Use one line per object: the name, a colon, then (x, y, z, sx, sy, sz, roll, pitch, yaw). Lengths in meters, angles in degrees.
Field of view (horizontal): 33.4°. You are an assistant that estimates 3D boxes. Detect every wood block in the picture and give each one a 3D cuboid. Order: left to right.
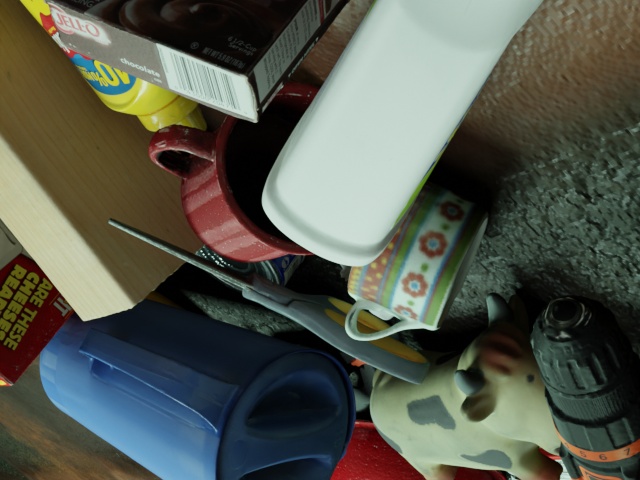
wood block: (-0.163, -0.060, 0.655, 0.206, 0.090, 0.090, 54, 149, -13)

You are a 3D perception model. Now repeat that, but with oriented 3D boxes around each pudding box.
pudding box: (-0.055, -0.112, 0.494, 0.114, 0.090, 0.039, 25, 153, 17)

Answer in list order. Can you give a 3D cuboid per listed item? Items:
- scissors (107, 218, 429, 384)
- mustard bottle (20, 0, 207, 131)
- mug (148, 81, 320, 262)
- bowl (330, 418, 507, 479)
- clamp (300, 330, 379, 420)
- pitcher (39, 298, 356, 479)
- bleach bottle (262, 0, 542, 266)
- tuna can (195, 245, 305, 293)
scissors: (-0.026, 0.030, 0.640, 0.202, 0.016, 0.096, 28, -173, 2)
mustard bottle: (-0.121, -0.127, 0.576, 0.096, 0.058, 0.191, 10, 144, 48)
mug: (-0.039, -0.035, 0.589, 0.117, 0.093, 0.082, 15, 165, -23)
bowl: (0.067, 0.201, 0.855, 0.162, 0.055, 0.162, 16, 154, 8)
clamp: (0.006, 0.098, 0.811, 0.120, 0.039, 0.171, 21, 151, 4)
pitcher: (-0.107, 0.109, 0.789, 0.243, 0.144, 0.149, 16, 119, 42)
bleach bottle: (0.045, -0.081, 0.417, 0.068, 0.102, 0.251, 30, 154, -1)
tuna can: (-0.055, 0.001, 0.732, 0.086, 0.033, 0.086, 27, 151, 16)
